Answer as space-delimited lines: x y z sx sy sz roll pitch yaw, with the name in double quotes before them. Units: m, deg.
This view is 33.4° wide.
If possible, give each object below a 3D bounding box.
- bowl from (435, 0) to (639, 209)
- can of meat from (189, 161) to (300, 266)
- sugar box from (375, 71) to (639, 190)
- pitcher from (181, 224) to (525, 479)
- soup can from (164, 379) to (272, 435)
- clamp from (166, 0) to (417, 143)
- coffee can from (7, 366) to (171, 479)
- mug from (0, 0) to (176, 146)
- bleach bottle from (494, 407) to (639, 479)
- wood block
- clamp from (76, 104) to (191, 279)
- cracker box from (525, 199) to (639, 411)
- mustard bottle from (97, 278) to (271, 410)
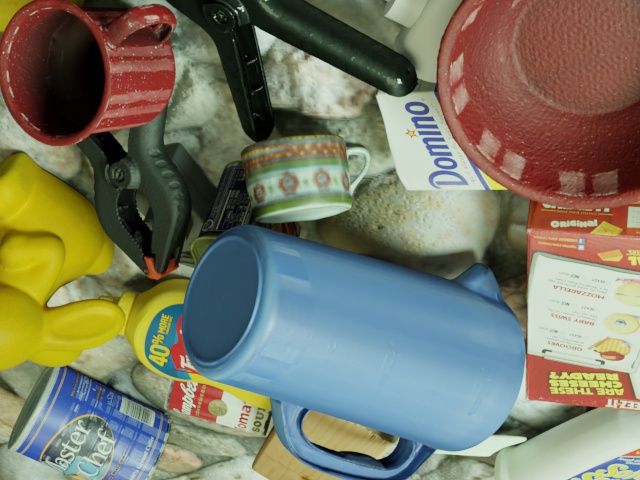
"bowl" 0.150 -0.099 0.605 0.162 0.055 0.162 11 128 14
"can of meat" -0.055 0.001 0.834 0.057 0.084 0.102 3 140 15
"sugar box" 0.132 -0.077 0.703 0.176 0.048 0.093 -2 137 20
"pitcher" 0.021 0.080 0.778 0.242 0.149 0.145 19 141 -36
"soup can" -0.093 0.145 1.036 0.102 0.068 0.069 16 142 0
"clamp" -0.056 -0.146 0.681 0.210 0.036 0.165 44 147 -17
"coffee can" -0.244 0.203 1.133 0.140 0.102 0.103 29 140 -16
"mug" -0.141 -0.118 0.697 0.117 0.081 0.093 -34 83 30
"bleach bottle" 0.268 0.181 0.954 0.102 0.068 0.251 20 141 -20
"wood block" 0.014 0.164 0.976 0.091 0.090 0.206 31 146 2
"clamp" -0.147 -0.056 0.784 0.120 0.039 0.171 0 103 34
"cracker box" 0.237 0.043 0.793 0.164 0.072 0.213 5 141 15
"mustard bottle" -0.112 0.086 0.972 0.191 0.058 0.096 17 118 1
